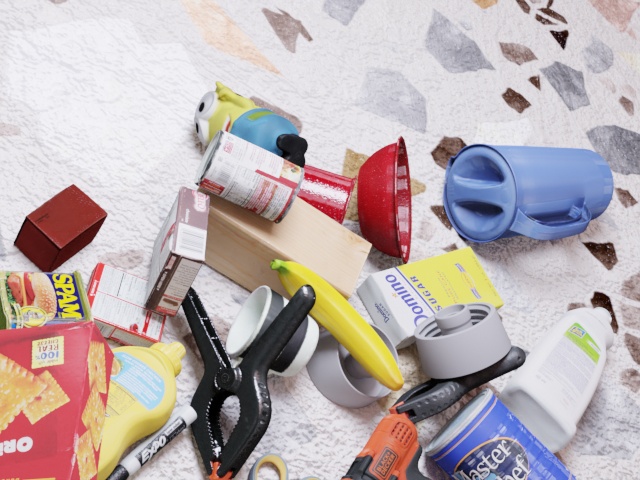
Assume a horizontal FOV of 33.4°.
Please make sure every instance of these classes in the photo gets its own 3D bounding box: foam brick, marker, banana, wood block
[{"bbox_3d":[-0.276,-0.013,1.133,0.053,0.051,0.078,42,45,4],"label":"foam brick"},{"bbox_3d":[-0.169,0.204,1.046,0.020,0.020,0.120,46,54,6],"label":"marker"},{"bbox_3d":[0.016,0.087,1.162,0.197,0.037,0.069,43,20,-7],"label":"banana"},{"bbox_3d":[-0.058,0.002,1.233,0.206,0.090,0.090,32,46,-8],"label":"wood block"}]

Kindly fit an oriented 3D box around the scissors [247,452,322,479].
[{"bbox_3d":[-0.070,0.284,1.061,0.096,0.016,0.201,49,45,11],"label":"scissors"}]

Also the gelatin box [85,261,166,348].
[{"bbox_3d":[-0.206,0.072,1.127,0.089,0.030,0.073,23,46,-16],"label":"gelatin box"}]

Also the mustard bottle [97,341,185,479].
[{"bbox_3d":[-0.198,0.156,1.046,0.096,0.058,0.191,31,42,18],"label":"mustard bottle"}]

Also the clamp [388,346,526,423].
[{"bbox_3d":[0.155,0.166,1.229,0.171,0.120,0.039,-30,90,-39],"label":"clamp"}]

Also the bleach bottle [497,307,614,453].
[{"bbox_3d":[0.322,0.162,1.371,0.102,0.068,0.250,46,43,6],"label":"bleach bottle"}]

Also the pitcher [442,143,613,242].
[{"bbox_3d":[0.304,-0.066,1.486,0.242,0.145,0.149,-6,81,-39],"label":"pitcher"}]

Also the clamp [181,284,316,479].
[{"bbox_3d":[-0.096,0.138,1.097,0.036,0.165,0.210,28,72,-55],"label":"clamp"}]

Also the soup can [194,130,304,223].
[{"bbox_3d":[-0.078,-0.069,1.162,0.102,0.069,0.068,25,47,-14],"label":"soup can"}]

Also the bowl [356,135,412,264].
[{"bbox_3d":[0.080,-0.050,1.345,0.055,0.162,0.162,-2,49,11],"label":"bowl"}]

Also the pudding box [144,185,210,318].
[{"bbox_3d":[-0.151,0.011,1.129,0.039,0.090,0.113,19,37,-15],"label":"pudding box"}]

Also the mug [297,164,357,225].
[{"bbox_3d":[-0.007,-0.048,1.308,0.081,0.093,0.117,18,9,1],"label":"mug"}]

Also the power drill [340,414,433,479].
[{"bbox_3d":[0.099,0.301,1.121,0.187,0.057,0.184,39,56,-3],"label":"power drill"}]

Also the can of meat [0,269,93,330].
[{"bbox_3d":[-0.276,0.074,1.051,0.083,0.057,0.102,3,36,-27],"label":"can of meat"}]

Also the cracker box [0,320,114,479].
[{"bbox_3d":[-0.276,0.179,0.918,0.164,0.072,0.213,-6,51,8],"label":"cracker box"}]

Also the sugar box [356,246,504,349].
[{"bbox_3d":[0.139,0.070,1.336,0.175,0.048,0.093,-14,65,-40],"label":"sugar box"}]

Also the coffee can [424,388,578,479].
[{"bbox_3d":[0.202,0.251,1.197,0.140,0.103,0.102,45,45,5],"label":"coffee can"}]
